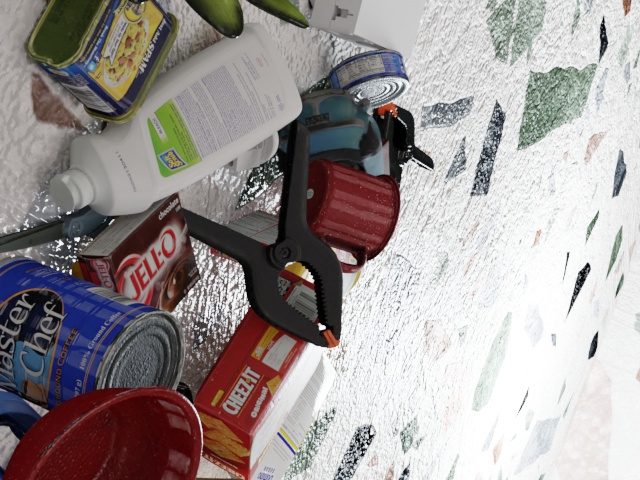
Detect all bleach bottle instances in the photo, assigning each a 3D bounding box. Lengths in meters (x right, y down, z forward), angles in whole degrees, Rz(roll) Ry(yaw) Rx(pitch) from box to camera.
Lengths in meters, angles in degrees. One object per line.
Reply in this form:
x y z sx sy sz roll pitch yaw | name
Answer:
-0.126 -0.096 0.896 0.250 0.068 0.102 -36 101 -41 | bleach bottle

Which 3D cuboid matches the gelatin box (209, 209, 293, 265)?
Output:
-0.057 0.001 1.085 0.089 0.073 0.030 -26 129 -56 | gelatin box

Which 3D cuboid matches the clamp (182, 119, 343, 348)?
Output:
-0.033 0.002 0.991 0.164 0.036 0.210 -38 98 -14 | clamp

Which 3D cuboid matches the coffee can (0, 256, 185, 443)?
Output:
-0.189 0.080 0.807 0.102 0.140 0.103 -40 139 -47 | coffee can

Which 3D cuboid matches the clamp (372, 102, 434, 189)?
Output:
0.103 -0.115 1.355 0.120 0.039 0.171 -52 147 -38 | clamp

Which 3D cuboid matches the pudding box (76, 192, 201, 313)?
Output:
-0.150 0.023 0.895 0.113 0.039 0.090 -55 142 -51 | pudding box

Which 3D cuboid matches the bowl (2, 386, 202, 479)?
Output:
-0.156 0.158 0.710 0.161 0.055 0.162 -32 136 -37 | bowl

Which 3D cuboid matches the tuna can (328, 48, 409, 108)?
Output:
0.054 -0.175 1.171 0.086 0.086 0.034 17 55 -63 | tuna can

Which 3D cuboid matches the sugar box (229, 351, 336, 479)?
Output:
-0.047 0.210 1.264 0.176 0.048 0.093 -57 150 -20 | sugar box

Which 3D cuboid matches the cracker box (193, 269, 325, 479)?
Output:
-0.060 0.144 1.099 0.164 0.072 0.214 -58 172 -23 | cracker box

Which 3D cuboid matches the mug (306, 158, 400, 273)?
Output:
0.020 -0.022 1.061 0.081 0.093 0.117 17 61 -28 | mug

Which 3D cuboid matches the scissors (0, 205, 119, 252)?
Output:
-0.195 -0.030 0.869 0.201 0.016 0.096 8 97 -63 | scissors

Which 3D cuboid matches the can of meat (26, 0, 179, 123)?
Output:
-0.164 -0.154 0.807 0.102 0.058 0.083 -66 151 -13 | can of meat
